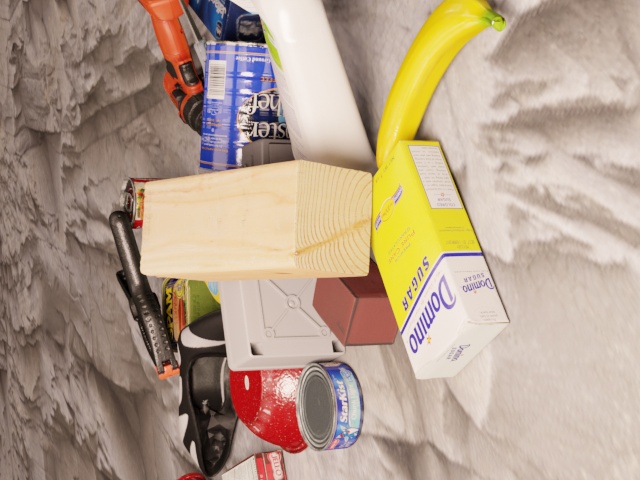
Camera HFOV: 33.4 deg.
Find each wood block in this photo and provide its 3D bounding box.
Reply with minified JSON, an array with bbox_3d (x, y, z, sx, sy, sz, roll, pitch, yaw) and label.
[{"bbox_3d":[-0.061,-0.012,0.945,0.207,0.090,0.090,-4,82,44],"label":"wood block"}]

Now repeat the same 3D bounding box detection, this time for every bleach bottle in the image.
[{"bbox_3d":[-0.013,-0.158,0.928,0.103,0.068,0.251,-123,12,-49],"label":"bleach bottle"}]

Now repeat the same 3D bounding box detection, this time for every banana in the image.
[{"bbox_3d":[0.088,-0.137,0.871,0.198,0.037,0.069,124,157,-50],"label":"banana"}]

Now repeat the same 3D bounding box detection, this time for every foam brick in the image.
[{"bbox_3d":[0.033,0.055,0.975,0.078,0.051,0.053,-130,46,-53],"label":"foam brick"}]

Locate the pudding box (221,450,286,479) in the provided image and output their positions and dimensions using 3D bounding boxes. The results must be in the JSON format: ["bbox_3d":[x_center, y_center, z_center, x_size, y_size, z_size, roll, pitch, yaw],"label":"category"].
[{"bbox_3d":[-0.072,0.293,1.201,0.114,0.039,0.090,-41,53,54],"label":"pudding box"}]

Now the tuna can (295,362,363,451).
[{"bbox_3d":[0.009,0.162,1.044,0.086,0.033,0.086,-1,89,64],"label":"tuna can"}]

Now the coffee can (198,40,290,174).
[{"bbox_3d":[-0.075,-0.138,1.137,0.103,0.102,0.140,19,106,62],"label":"coffee can"}]

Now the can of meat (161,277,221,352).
[{"bbox_3d":[-0.161,0.091,1.361,0.084,0.057,0.102,-15,77,61],"label":"can of meat"}]

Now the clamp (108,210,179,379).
[{"bbox_3d":[-0.225,0.084,1.360,0.165,0.036,0.210,108,141,-65],"label":"clamp"}]

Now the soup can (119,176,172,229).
[{"bbox_3d":[-0.205,-0.048,1.397,0.069,0.102,0.068,0,90,64],"label":"soup can"}]

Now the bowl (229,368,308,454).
[{"bbox_3d":[-0.056,0.151,1.151,0.162,0.055,0.162,1,91,63],"label":"bowl"}]

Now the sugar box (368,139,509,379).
[{"bbox_3d":[0.087,0.015,0.874,0.093,0.048,0.176,123,140,-48],"label":"sugar box"}]

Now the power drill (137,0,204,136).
[{"bbox_3d":[-0.169,-0.223,1.303,0.185,0.057,0.187,49,158,51],"label":"power drill"}]

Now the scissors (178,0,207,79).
[{"bbox_3d":[-0.123,-0.210,1.231,0.016,0.096,0.202,-23,77,22],"label":"scissors"}]
